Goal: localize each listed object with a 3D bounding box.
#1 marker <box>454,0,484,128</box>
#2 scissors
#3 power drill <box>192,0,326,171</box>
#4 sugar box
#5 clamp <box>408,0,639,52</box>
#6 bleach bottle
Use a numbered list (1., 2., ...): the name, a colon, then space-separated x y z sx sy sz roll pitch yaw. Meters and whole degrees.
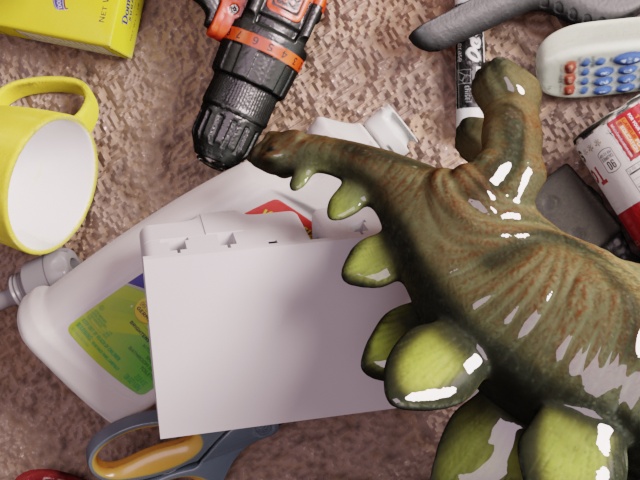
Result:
1. marker: 0.091 -0.124 0.649 0.020 0.020 0.121 -1 88 11
2. scissors: -0.042 0.129 0.664 0.201 0.016 0.096 -8 120 -8
3. power drill: -0.089 -0.156 0.637 0.187 0.057 0.184 24 88 -14
4. sugar box: -0.200 -0.182 0.696 0.176 0.048 0.093 12 90 10
5. clamp: 0.133 -0.175 0.624 0.171 0.039 0.120 -4 93 -1
6. bleach bottle: -0.054 0.001 0.642 0.251 0.068 0.102 -38 113 6
